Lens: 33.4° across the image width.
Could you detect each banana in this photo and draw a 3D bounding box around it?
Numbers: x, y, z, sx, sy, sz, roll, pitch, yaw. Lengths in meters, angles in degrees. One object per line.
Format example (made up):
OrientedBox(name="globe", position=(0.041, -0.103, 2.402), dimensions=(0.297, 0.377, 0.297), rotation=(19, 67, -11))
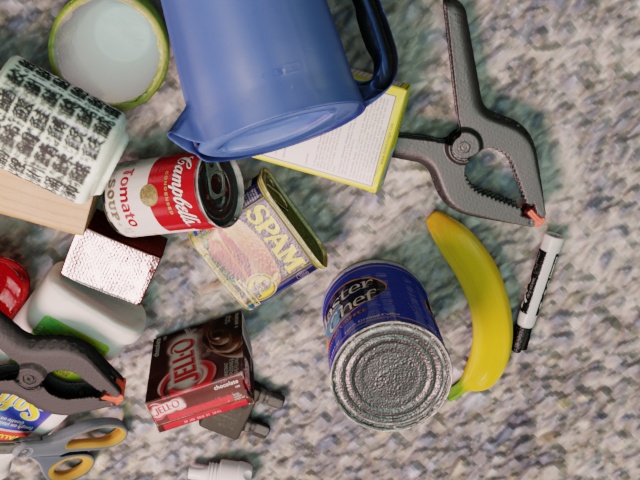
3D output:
OrientedBox(name="banana", position=(0.142, 0.063, 0.989), dimensions=(0.069, 0.037, 0.198), rotation=(-8, 110, -1))

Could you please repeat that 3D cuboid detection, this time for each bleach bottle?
OrientedBox(name="bleach bottle", position=(-0.269, 0.143, 0.988), dimensions=(0.102, 0.068, 0.251), rotation=(32, 108, -15))

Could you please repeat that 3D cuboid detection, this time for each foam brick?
OrientedBox(name="foam brick", position=(-0.183, 0.014, 0.949), dimensions=(0.078, 0.051, 0.053), rotation=(24, 108, -10))

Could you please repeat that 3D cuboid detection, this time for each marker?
OrientedBox(name="marker", position=(0.200, 0.050, 0.996), dimensions=(0.020, 0.020, 0.121), rotation=(12, 109, -7))

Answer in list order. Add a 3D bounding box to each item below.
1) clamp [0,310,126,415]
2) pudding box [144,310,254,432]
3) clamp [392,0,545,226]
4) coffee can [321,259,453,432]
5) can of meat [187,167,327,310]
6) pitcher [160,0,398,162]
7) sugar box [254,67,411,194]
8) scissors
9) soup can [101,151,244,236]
OrientedBox(name="clamp", position=(-0.257, 0.115, 0.920), dimensions=(0.171, 0.039, 0.120), rotation=(27, 123, -15))
OrientedBox(name="pudding box", position=(-0.106, 0.116, 0.956), dimensions=(0.090, 0.113, 0.039), rotation=(-18, 113, 4))
OrientedBox(name="clamp", position=(0.113, -0.082, 0.934), dimensions=(0.165, 0.036, 0.210), rotation=(-37, 103, 12))
OrientedBox(name="coffee can", position=(0.055, 0.089, 0.939), dimensions=(0.103, 0.140, 0.103), rotation=(-1, 110, -2))
OrientedBox(name="can of meat", position=(-0.056, 0.001, 0.948), dimensions=(0.084, 0.057, 0.102), rotation=(-32, 108, 12))
OrientedBox(name="pitcher", position=(-0.051, -0.191, 0.809), dimensions=(0.145, 0.149, 0.243), rotation=(-19, 85, 30))
OrientedBox(name="sugar box", position=(-0.021, -0.109, 0.895), dimensions=(0.176, 0.048, 0.093), rotation=(18, 107, 8))
OrientedBox(name="scissors", position=(-0.271, 0.199, 0.974), dimensions=(0.201, 0.016, 0.096), rotation=(-4, 137, -41))
OrientedBox(name="soup can", position=(-0.125, -0.040, 0.903), dimensions=(0.102, 0.068, 0.068), rotation=(-5, 113, 30))
